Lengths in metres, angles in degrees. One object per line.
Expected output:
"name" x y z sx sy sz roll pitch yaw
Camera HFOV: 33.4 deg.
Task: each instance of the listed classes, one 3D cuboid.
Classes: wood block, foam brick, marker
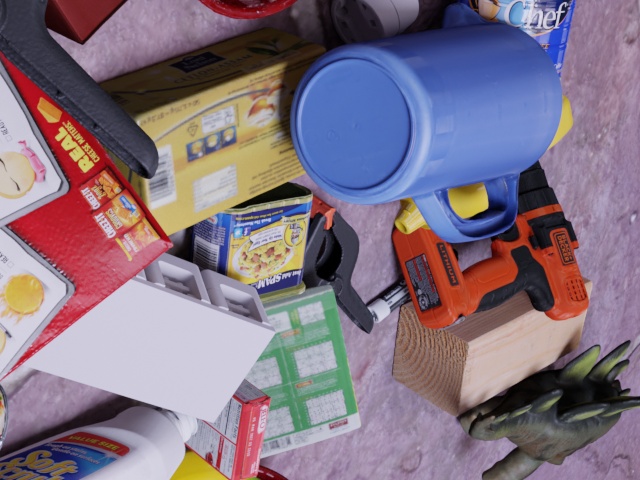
"wood block" 0.180 0.092 1.112 0.205 0.091 0.090 -20 126 -40
"foam brick" -0.144 -0.168 0.646 0.078 0.053 0.051 -50 139 -16
"marker" 0.092 0.041 1.045 0.121 0.020 0.020 -35 133 -30

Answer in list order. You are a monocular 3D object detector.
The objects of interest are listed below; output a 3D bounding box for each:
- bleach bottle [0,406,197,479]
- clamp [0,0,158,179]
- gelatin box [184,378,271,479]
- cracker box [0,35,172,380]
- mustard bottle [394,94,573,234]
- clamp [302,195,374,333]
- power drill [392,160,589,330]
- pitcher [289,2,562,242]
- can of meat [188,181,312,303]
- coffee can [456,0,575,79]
"bleach bottle" -0.195 0.180 0.768 0.250 0.103 0.068 -26 122 -43
"clamp" -0.175 -0.115 0.571 0.164 0.036 0.210 -4 82 -23
"gelatin box" -0.081 0.141 0.859 0.030 0.089 0.073 -10 118 -43
"cracker box" -0.218 0.002 0.600 0.213 0.072 0.164 -40 104 -23
"mustard bottle" 0.135 -0.073 0.965 0.191 0.096 0.058 -44 137 -21
"clamp" -0.007 0.045 0.927 0.120 0.039 0.171 -38 135 -30
"power drill" 0.164 0.001 1.027 0.187 0.057 0.184 -12 78 -30
"pitcher" 0.085 -0.086 0.799 0.242 0.149 0.145 -20 143 -58
"can of meat" -0.056 0.001 0.834 0.101 0.058 0.084 -13 119 -42
"coffee can" 0.169 -0.213 0.916 0.102 0.103 0.140 -16 123 -41
